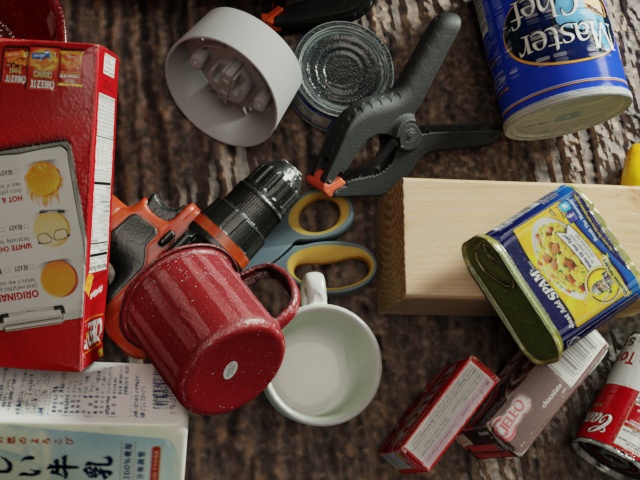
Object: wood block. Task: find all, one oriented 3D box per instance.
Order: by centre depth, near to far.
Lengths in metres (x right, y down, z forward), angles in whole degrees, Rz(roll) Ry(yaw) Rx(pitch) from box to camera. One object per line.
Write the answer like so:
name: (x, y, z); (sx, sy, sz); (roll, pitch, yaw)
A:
wood block: (0.152, 0.009, 0.821); (0.206, 0.090, 0.091); (1, 77, -10)

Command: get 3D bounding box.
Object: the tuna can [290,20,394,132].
tuna can: (0.016, -0.132, 0.859); (0.086, 0.034, 0.086); (2, 77, -10)

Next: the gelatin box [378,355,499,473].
gelatin box: (0.086, 0.129, 0.789); (0.030, 0.073, 0.089); (40, 74, 0)

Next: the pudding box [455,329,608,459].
pudding box: (0.154, 0.111, 0.797); (0.039, 0.090, 0.113); (45, 73, 0)

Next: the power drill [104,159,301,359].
power drill: (-0.132, -0.035, 0.787); (0.188, 0.057, 0.184); (43, 80, 6)

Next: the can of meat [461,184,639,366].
can of meat: (0.163, 0.022, 0.744); (0.083, 0.057, 0.102); (-31, 85, -17)

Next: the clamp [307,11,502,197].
clamp: (0.070, -0.083, 0.840); (0.171, 0.039, 0.120); (-42, 117, -6)

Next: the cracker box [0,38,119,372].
cracker box: (-0.225, -0.027, 0.717); (0.164, 0.072, 0.214); (4, 93, 4)

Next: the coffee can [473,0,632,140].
coffee can: (0.183, -0.163, 0.860); (0.102, 0.103, 0.140); (-9, 78, -12)

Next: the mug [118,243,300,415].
mug: (-0.066, 0.057, 0.718); (0.117, 0.093, 0.082); (-29, 48, -17)

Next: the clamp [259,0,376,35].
clamp: (0.022, -0.250, 0.886); (0.210, 0.036, 0.164); (-37, 83, -13)

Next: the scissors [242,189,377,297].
scissors: (-0.055, 0.001, 0.825); (0.201, 0.016, 0.096); (5, 70, -4)
